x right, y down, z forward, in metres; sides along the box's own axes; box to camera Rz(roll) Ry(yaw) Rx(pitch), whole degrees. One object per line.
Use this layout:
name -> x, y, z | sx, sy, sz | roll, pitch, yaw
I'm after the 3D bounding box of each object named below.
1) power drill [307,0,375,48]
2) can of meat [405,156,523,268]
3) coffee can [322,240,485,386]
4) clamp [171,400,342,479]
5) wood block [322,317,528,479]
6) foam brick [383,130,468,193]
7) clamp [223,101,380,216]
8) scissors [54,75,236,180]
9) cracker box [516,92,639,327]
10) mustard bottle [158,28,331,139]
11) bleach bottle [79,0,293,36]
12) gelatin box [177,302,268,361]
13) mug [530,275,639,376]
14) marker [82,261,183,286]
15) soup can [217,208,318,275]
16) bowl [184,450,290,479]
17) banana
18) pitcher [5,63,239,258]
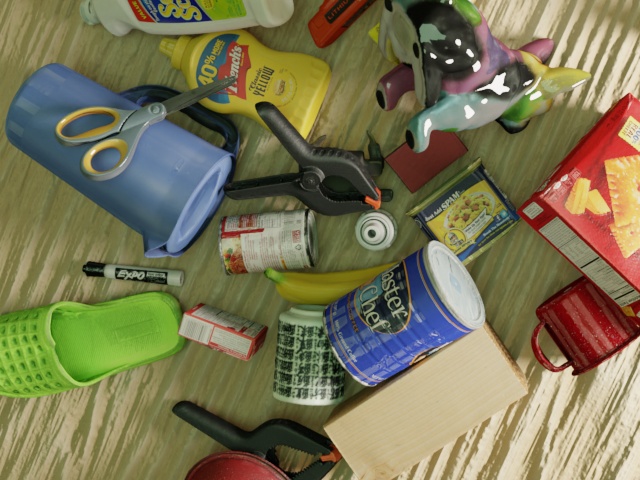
power drill -> -0.033, -0.304, 1.171 | 0.185, 0.057, 0.187 | -41, 90, 21
can of meat -> 0.159, -0.028, 1.170 | 0.102, 0.057, 0.084 | -38, 90, 10
coffee can -> 0.088, 0.078, 1.131 | 0.140, 0.102, 0.103 | -33, 90, 24
clamp -> -0.074, 0.245, 1.223 | 0.210, 0.036, 0.164 | -19, 91, 27
wood block -> 0.117, 0.177, 1.179 | 0.206, 0.090, 0.091 | -35, 89, 11
foam brick -> 0.116, -0.095, 1.172 | 0.078, 0.053, 0.051 | -38, 89, 10
clamp -> -0.013, -0.081, 1.150 | 0.171, 0.039, 0.120 | 11, 127, -5
scissors -> -0.178, -0.118, 1.127 | 0.201, 0.016, 0.096 | -11, 66, -9
cracker box -> 0.339, -0.021, 1.105 | 0.214, 0.072, 0.164 | 43, 73, 4
mustard bottle -> -0.091, -0.185, 1.193 | 0.191, 0.058, 0.096 | 22, 91, 7
bleach bottle -> -0.158, -0.265, 1.171 | 0.251, 0.068, 0.102 | -5, 110, 30
gelatin box -> -0.110, 0.104, 1.216 | 0.089, 0.073, 0.030 | 20, 99, 6
mug -> 0.276, 0.093, 1.143 | 0.117, 0.093, 0.081 | -33, 84, -12
marker -> -0.221, 0.038, 1.254 | 0.121, 0.020, 0.020 | 6, 96, 9
soup can -> -0.058, 0.001, 1.201 | 0.102, 0.068, 0.068 | -5, 94, 9
bowl -> -0.096, 0.321, 1.200 | 0.162, 0.055, 0.162 | 6, 109, 18
banana -> 0.036, 0.047, 1.191 | 0.197, 0.070, 0.037 | -5, 74, -4
pitcher -> -0.219, -0.104, 1.196 | 0.243, 0.149, 0.145 | 32, 114, 8
